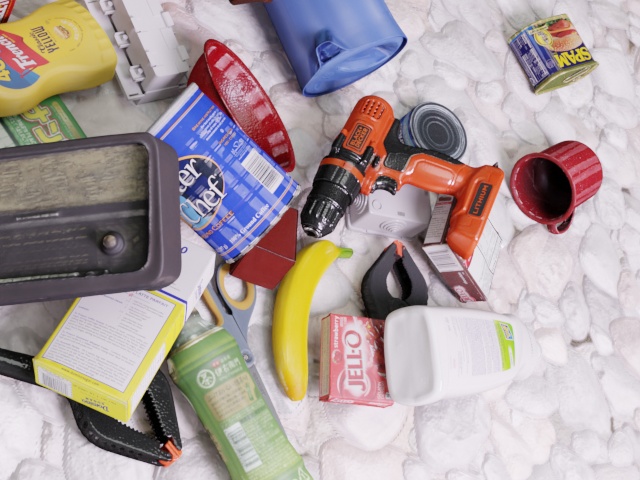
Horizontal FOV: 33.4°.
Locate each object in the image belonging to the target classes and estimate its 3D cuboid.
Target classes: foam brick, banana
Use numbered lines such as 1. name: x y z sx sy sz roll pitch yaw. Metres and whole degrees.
1. foam brick: -0.057 0.001 1.095 0.051 0.053 0.078 23 43 -21
2. banana: -0.016 0.068 1.110 0.069 0.037 0.197 31 57 -15

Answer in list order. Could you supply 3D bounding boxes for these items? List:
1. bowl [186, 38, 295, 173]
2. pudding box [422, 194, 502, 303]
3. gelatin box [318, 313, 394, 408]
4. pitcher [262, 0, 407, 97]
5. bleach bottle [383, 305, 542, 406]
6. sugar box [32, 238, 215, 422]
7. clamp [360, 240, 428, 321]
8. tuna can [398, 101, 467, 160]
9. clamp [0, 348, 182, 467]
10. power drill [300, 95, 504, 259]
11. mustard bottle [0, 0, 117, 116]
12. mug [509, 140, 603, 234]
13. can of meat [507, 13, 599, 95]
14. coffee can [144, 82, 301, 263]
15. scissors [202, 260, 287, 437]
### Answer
1. bowl: -0.093 -0.128 1.114 0.162 0.055 0.162 53 17 -24
2. pudding box: 0.164 0.004 1.216 0.113 0.039 0.090 53 45 -41
3. gelatin box: 0.038 0.123 1.089 0.073 0.030 0.089 9 70 -20
4. pitcher: -0.008 -0.295 1.222 0.144 0.149 0.243 -23 83 -23
5. bleach bottle: 0.167 0.125 1.146 0.250 0.068 0.102 10 72 -50
6. sugar box: -0.173 0.068 0.961 0.093 0.048 0.176 23 51 7
7. clamp: 0.090 0.087 1.163 0.120 0.039 0.171 21 65 -24
8. tuna can: 0.134 -0.123 1.284 0.086 0.034 0.086 12 63 -26
9. clamp: -0.210 0.128 0.971 0.164 0.036 0.210 -32 83 -35
10. power drill: 0.088 -0.052 1.139 0.187 0.057 0.184 25 65 4
11. mustard bottle: -0.300 -0.169 1.036 0.191 0.058 0.096 -29 74 -35
12. mug: 0.299 -0.065 1.330 0.081 0.093 0.117 -27 115 -41
13. can of meat: 0.311 -0.251 1.431 0.101 0.058 0.084 -20 77 -36
14. coffee can: -0.103 -0.063 0.998 0.140 0.103 0.102 43 54 -11
15. scissors: -0.069 0.102 1.078 0.202 0.016 0.096 51 54 -1
